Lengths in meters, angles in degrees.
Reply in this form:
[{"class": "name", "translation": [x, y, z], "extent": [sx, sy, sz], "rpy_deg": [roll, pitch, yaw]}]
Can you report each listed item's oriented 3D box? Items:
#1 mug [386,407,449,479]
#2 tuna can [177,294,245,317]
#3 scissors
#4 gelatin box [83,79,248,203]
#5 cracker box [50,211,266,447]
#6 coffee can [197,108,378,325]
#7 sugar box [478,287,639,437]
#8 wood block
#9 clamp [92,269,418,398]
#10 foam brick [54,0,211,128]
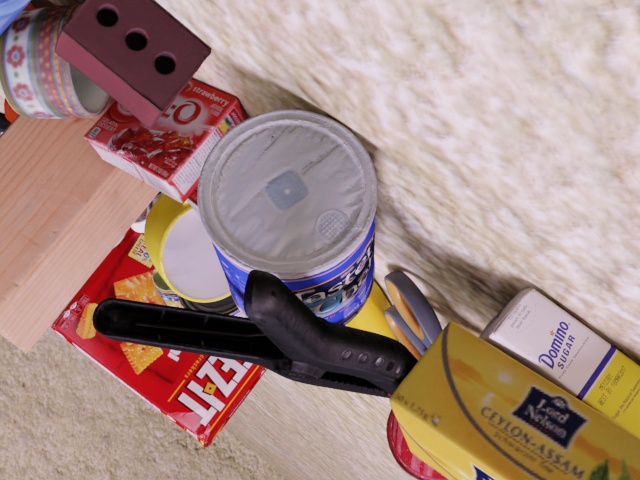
[{"class": "mug", "translation": [0.113, 0.147, 0.875], "extent": [0.117, 0.093, 0.081], "rpy_deg": [4, 154, 5]}, {"class": "tuna can", "translation": [-0.089, 0.041, 0.999], "extent": [0.086, 0.086, 0.033], "rpy_deg": [28, 164, 31]}, {"class": "scissors", "translation": [0.096, 0.089, 0.742], "extent": [0.202, 0.016, 0.096], "rpy_deg": [44, 159, 52]}, {"class": "gelatin box", "translation": [-0.104, -0.075, 0.713], "extent": [0.089, 0.073, 0.030], "rpy_deg": [28, 162, 34]}, {"class": "cracker box", "translation": [-0.159, 0.096, 1.166], "extent": [0.214, 0.164, 0.072], "rpy_deg": [36, 167, 5]}, {"class": "coffee can", "translation": [-0.016, -0.005, 0.666], "extent": [0.103, 0.102, 0.140], "rpy_deg": [34, 165, 13]}, {"class": "sugar box", "translation": [0.178, 0.103, 0.660], "extent": [0.176, 0.048, 0.093], "rpy_deg": [39, 165, 7]}, {"class": "wood block", "translation": [-0.192, -0.033, 0.780], "extent": [0.091, 0.206, 0.090], "rpy_deg": [34, 165, 12]}, {"class": "clamp", "translation": [-0.022, 0.064, 0.647], "extent": [0.165, 0.036, 0.209], "rpy_deg": [-7, 157, 42]}, {"class": "foam brick", "translation": [-0.116, -0.117, 0.658], "extent": [0.078, 0.053, 0.051], "rpy_deg": [39, 165, -9]}]
